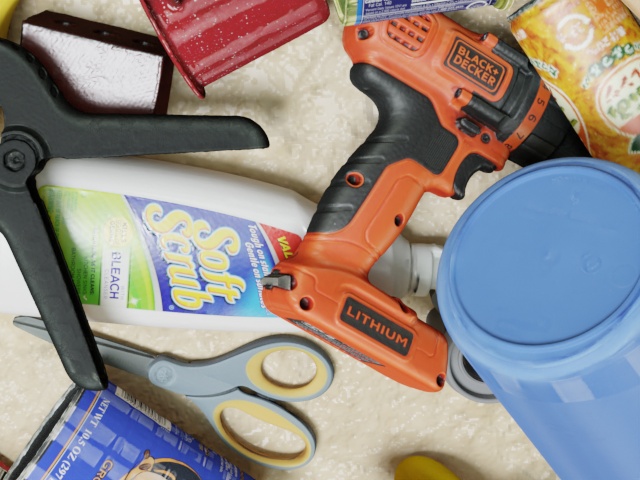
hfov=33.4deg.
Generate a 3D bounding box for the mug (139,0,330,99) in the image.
[{"bbox_3d":[-0.048,-0.132,0.538,0.081,0.117,0.093,-27,90,4],"label":"mug"}]

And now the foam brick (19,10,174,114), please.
[{"bbox_3d":[-0.122,-0.089,0.582,0.078,0.053,0.051,13,107,-4],"label":"foam brick"}]

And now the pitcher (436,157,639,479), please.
[{"bbox_3d":[0.157,0.055,0.536,0.145,0.149,0.242,-27,139,16],"label":"pitcher"}]

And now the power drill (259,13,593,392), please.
[{"bbox_3d":[0.066,-0.018,0.570,0.184,0.057,0.187,29,78,-14],"label":"power drill"}]

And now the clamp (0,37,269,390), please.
[{"bbox_3d":[-0.153,-0.030,0.543,0.210,0.036,0.164,27,91,-8],"label":"clamp"}]

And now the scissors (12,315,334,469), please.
[{"bbox_3d":[-0.078,0.069,0.653,0.201,0.016,0.096,35,103,-10],"label":"scissors"}]

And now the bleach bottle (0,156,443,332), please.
[{"bbox_3d":[-0.054,0.001,0.608,0.250,0.068,0.102,4,104,-4],"label":"bleach bottle"}]

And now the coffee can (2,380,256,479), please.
[{"bbox_3d":[-0.110,0.156,0.636,0.140,0.103,0.103,36,105,-10],"label":"coffee can"}]
